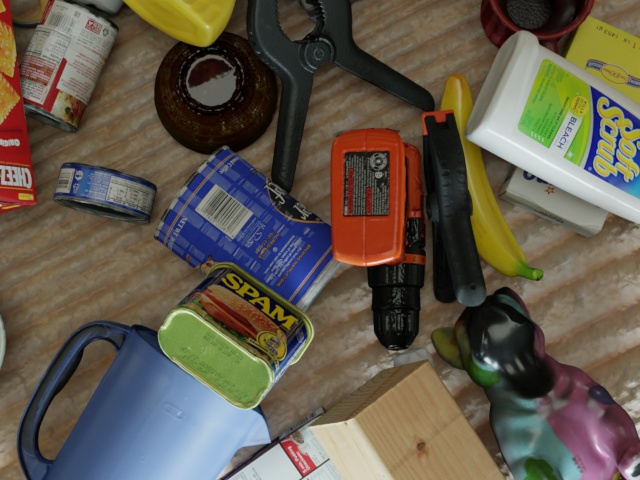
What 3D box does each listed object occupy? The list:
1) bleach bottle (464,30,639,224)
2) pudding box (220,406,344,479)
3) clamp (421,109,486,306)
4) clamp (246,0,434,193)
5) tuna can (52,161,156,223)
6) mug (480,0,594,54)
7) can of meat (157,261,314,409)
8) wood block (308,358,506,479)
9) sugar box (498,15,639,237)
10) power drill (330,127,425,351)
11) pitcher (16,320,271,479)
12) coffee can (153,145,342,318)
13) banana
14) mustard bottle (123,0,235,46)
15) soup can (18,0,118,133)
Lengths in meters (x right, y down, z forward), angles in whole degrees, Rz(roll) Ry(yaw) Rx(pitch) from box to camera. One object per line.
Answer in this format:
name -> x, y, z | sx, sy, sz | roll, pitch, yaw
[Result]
bleach bottle -> 0.253, -0.076, 0.900 | 0.250, 0.068, 0.102 | 25, 85, -7
pudding box -> -0.018, 0.213, 0.926 | 0.113, 0.039, 0.090 | -35, 87, -2
clamp -> 0.109, -0.022, 0.912 | 0.039, 0.120, 0.171 | -3, 80, -10
clamp -> 0.005, -0.163, 0.925 | 0.164, 0.036, 0.210 | -23, 110, -12
tuna can -> -0.186, -0.041, 0.925 | 0.086, 0.086, 0.034 | 12, 83, 1
mug -> 0.190, -0.200, 0.945 | 0.093, 0.081, 0.117 | -13, 85, -2
can of meat -> -0.067, 0.075, 0.840 | 0.102, 0.083, 0.058 | 35, 120, 5
wood block -> 0.095, 0.211, 0.879 | 0.090, 0.090, 0.206 | -33, 92, -26
sugar box -> 0.238, -0.101, 0.954 | 0.093, 0.048, 0.176 | 24, 84, 1
power drill -> 0.052, -0.005, 0.874 | 0.057, 0.187, 0.184 | -3, 81, 10
pitcher -> -0.171, 0.195, 0.885 | 0.149, 0.144, 0.243 | 32, 88, 40
coffee can -> -0.056, 0.001, 0.913 | 0.140, 0.103, 0.103 | 37, 85, 3
banana -> 0.141, -0.047, 0.940 | 0.037, 0.070, 0.198 | -11, 74, -38
mustard bottle -> -0.089, -0.264, 0.944 | 0.096, 0.058, 0.191 | 31, 63, 3
soup can -> -0.229, -0.155, 0.945 | 0.068, 0.068, 0.102 | 22, 84, 2
